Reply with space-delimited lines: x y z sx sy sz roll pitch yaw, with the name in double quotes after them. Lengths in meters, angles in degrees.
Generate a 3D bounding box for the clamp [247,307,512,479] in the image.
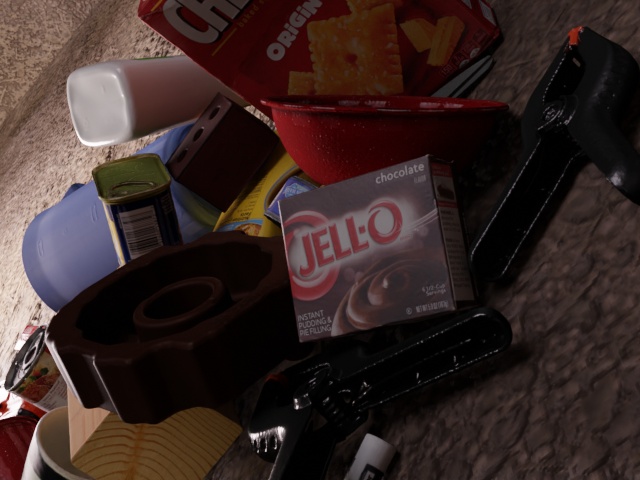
0.001 0.100 0.603 0.164 0.036 0.210 -41 10 -22 "clamp"

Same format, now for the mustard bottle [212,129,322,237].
-0.055 0.001 0.860 0.096 0.058 0.191 -12 47 51 "mustard bottle"

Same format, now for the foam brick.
-0.079 -0.072 0.863 0.078 0.051 0.053 -53 24 4 "foam brick"

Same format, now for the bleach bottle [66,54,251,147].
-0.089 -0.139 0.944 0.250 0.068 0.103 -18 12 -40 "bleach bottle"

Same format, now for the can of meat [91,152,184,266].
-0.143 -0.015 0.859 0.057 0.084 0.102 -15 23 -12 "can of meat"

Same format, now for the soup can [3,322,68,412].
-0.218 0.127 0.945 0.069 0.102 0.068 -42 26 27 "soup can"

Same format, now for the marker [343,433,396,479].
0.005 0.163 0.578 0.121 0.020 0.020 -61 24 -13 "marker"

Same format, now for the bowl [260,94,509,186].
0.041 -0.065 0.700 0.162 0.161 0.055 -152 62 -67 "bowl"

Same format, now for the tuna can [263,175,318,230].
0.005 -0.007 0.723 0.034 0.086 0.086 -55 23 -4 "tuna can"

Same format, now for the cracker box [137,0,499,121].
0.000 -0.168 0.786 0.164 0.213 0.072 -44 25 24 "cracker box"

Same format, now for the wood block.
-0.138 0.108 0.836 0.091 0.090 0.206 -50 23 8 "wood block"

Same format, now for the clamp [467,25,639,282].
0.145 -0.060 0.587 0.120 0.039 0.171 -19 41 51 "clamp"

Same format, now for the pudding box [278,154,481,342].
0.033 0.007 0.631 0.114 0.039 0.090 -15 80 33 "pudding box"

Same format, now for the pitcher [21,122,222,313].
-0.169 -0.007 1.025 0.243 0.149 0.144 -29 19 40 "pitcher"

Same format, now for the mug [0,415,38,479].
-0.266 0.219 0.921 0.082 0.093 0.117 49 141 28 "mug"

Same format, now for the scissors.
0.049 -0.051 0.775 0.202 0.016 0.096 -26 61 19 "scissors"
